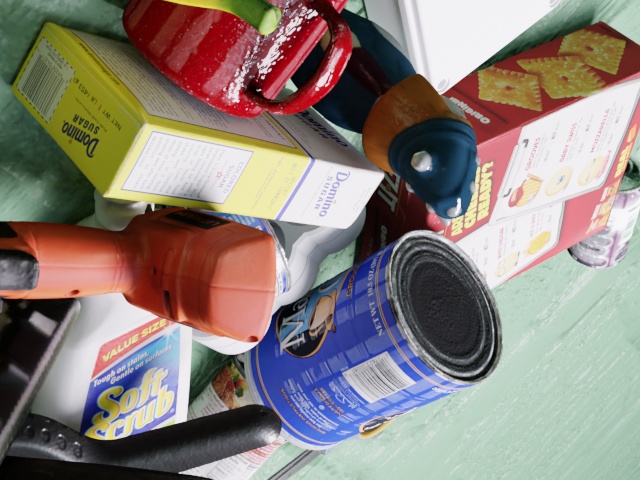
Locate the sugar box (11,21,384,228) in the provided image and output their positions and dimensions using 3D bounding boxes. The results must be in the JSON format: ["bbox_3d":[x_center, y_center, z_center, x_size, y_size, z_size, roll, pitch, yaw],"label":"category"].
[{"bbox_3d":[-0.055,-0.053,0.537,0.175,0.093,0.048,11,119,-52],"label":"sugar box"}]

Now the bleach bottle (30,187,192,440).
[{"bbox_3d":[-0.126,0.073,0.626,0.102,0.068,0.251,-14,133,-28],"label":"bleach bottle"}]

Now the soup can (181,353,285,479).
[{"bbox_3d":[-0.069,0.139,0.755,0.102,0.069,0.068,-47,147,4],"label":"soup can"}]

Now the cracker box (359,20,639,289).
[{"bbox_3d":[0.133,-0.048,0.771,0.213,0.072,0.164,-24,141,-28],"label":"cracker box"}]

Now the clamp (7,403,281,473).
[{"bbox_3d":[-0.140,0.150,0.611,0.209,0.036,0.165,7,124,-14],"label":"clamp"}]

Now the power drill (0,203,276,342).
[{"bbox_3d":[-0.114,0.012,0.449,0.187,0.185,0.057,5,96,-37],"label":"power drill"}]

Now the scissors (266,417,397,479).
[{"bbox_3d":[0.016,0.150,0.888,0.201,0.016,0.096,-15,132,-49],"label":"scissors"}]

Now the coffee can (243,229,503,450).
[{"bbox_3d":[0.032,0.068,0.697,0.102,0.103,0.141,-3,158,-47],"label":"coffee can"}]

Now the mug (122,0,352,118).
[{"bbox_3d":[-0.031,-0.104,0.491,0.082,0.117,0.093,-51,151,17],"label":"mug"}]
